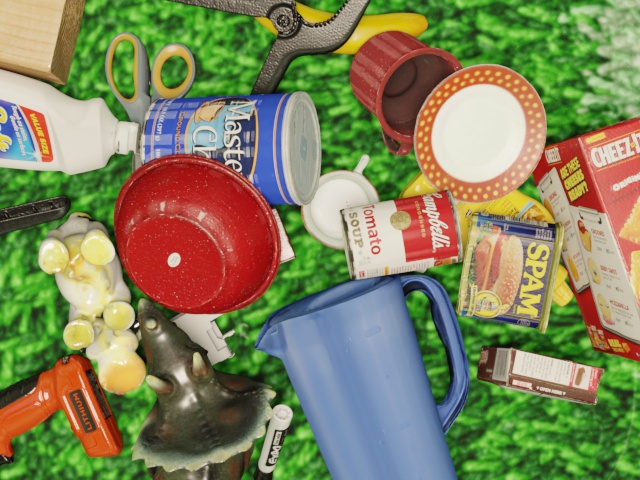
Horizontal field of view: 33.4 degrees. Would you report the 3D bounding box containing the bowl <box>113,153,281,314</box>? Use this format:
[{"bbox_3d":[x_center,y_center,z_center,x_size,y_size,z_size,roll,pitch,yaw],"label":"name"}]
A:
[{"bbox_3d":[-0.119,0.008,0.945,0.162,0.055,0.162,7,117,13],"label":"bowl"}]

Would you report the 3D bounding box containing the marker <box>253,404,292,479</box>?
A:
[{"bbox_3d":[-0.046,0.197,1.009,0.020,0.121,0.020,8,46,-8],"label":"marker"}]

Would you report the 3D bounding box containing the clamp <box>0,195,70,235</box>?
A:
[{"bbox_3d":[-0.321,-0.016,1.005,0.120,0.039,0.172,35,112,-20],"label":"clamp"}]

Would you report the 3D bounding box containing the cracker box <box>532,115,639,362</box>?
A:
[{"bbox_3d":[0.279,0.001,0.995,0.072,0.164,0.214,-19,91,-5],"label":"cracker box"}]

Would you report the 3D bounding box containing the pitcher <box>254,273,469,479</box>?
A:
[{"bbox_3d":[0.058,0.155,1.003,0.149,0.144,0.243,-17,96,33],"label":"pitcher"}]

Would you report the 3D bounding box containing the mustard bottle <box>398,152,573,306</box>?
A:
[{"bbox_3d":[0.174,-0.008,1.041,0.191,0.058,0.096,45,83,-2],"label":"mustard bottle"}]

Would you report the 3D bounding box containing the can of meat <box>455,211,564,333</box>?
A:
[{"bbox_3d":[0.174,0.027,0.987,0.084,0.057,0.102,9,104,8],"label":"can of meat"}]

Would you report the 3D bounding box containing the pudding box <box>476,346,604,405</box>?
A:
[{"bbox_3d":[0.206,0.127,1.016,0.090,0.113,0.039,12,86,-4],"label":"pudding box"}]

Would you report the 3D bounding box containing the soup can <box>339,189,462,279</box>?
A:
[{"bbox_3d":[0.072,-0.005,0.974,0.102,0.068,0.068,-10,91,0],"label":"soup can"}]

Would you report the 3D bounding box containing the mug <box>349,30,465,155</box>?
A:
[{"bbox_3d":[0.078,-0.139,1.016,0.093,0.082,0.117,-8,120,-20],"label":"mug"}]

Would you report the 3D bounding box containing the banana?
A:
[{"bbox_3d":[0.004,-0.218,1.041,0.197,0.037,0.069,19,91,-3],"label":"banana"}]

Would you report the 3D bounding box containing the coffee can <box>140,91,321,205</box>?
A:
[{"bbox_3d":[-0.080,-0.083,0.980,0.140,0.102,0.103,0,90,16],"label":"coffee can"}]

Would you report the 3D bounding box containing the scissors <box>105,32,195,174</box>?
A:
[{"bbox_3d":[-0.157,-0.106,1.041,0.096,0.016,0.202,-12,91,-4],"label":"scissors"}]

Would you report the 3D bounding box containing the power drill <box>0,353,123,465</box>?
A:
[{"bbox_3d":[-0.288,0.202,1.012,0.187,0.057,0.184,-22,91,-3],"label":"power drill"}]

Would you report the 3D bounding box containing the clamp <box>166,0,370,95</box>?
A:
[{"bbox_3d":[-0.042,-0.213,0.999,0.210,0.036,0.164,-32,105,16],"label":"clamp"}]

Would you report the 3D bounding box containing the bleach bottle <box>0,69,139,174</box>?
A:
[{"bbox_3d":[-0.296,-0.119,1.000,0.250,0.068,0.103,7,113,-4],"label":"bleach bottle"}]

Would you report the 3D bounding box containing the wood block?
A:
[{"bbox_3d":[-0.335,-0.216,0.993,0.206,0.091,0.090,13,89,-4],"label":"wood block"}]

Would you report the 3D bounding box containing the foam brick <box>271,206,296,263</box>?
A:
[{"bbox_3d":[-0.057,0.001,1.017,0.053,0.078,0.051,-22,92,-1],"label":"foam brick"}]
